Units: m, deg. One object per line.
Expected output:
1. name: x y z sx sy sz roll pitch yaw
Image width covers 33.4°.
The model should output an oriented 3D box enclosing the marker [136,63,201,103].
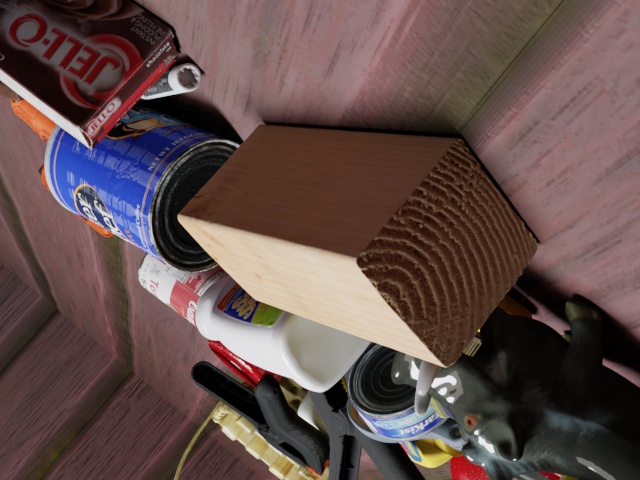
1. marker: -0.116 -0.111 0.763 0.020 0.020 0.121 47 162 -22

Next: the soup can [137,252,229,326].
1. soup can: -0.135 0.046 1.130 0.102 0.068 0.068 33 162 24

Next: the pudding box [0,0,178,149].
1. pudding box: -0.164 -0.127 0.704 0.113 0.090 0.039 35 164 16

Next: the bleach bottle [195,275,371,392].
1. bleach bottle: -0.050 0.067 0.921 0.068 0.102 0.251 51 156 -19

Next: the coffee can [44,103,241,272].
1. coffee can: -0.129 -0.047 0.814 0.141 0.102 0.102 25 158 40

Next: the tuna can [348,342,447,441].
1. tuna can: 0.065 0.112 0.838 0.086 0.086 0.033 21 154 47

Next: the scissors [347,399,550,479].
1. scissors: 0.110 0.134 0.826 0.202 0.096 0.016 7 142 39

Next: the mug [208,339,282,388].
1. mug: -0.056 0.094 1.057 0.093 0.081 0.117 40 164 0

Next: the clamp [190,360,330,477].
1. clamp: -0.052 0.174 1.053 0.120 0.039 0.171 16 149 45

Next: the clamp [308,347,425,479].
1. clamp: 0.037 0.159 0.928 0.165 0.036 0.210 -13 89 55

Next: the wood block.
1. wood block: 0.014 -0.005 0.637 0.090 0.090 0.206 49 161 -28
